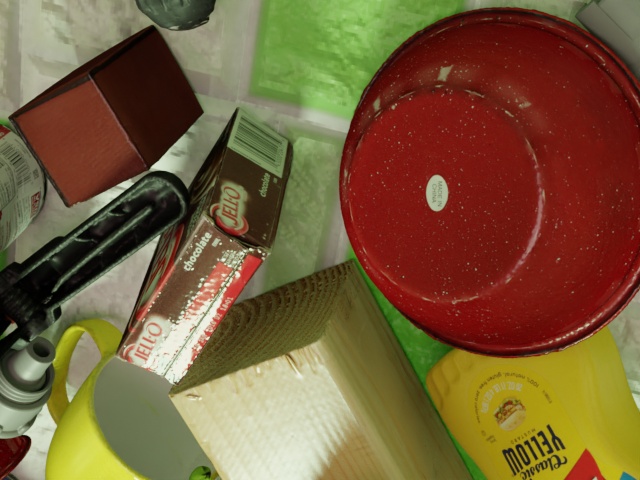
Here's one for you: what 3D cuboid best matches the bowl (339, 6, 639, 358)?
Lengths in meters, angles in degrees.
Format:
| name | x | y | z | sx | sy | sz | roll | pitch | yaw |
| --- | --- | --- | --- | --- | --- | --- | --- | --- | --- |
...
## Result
| name | x | y | z | sx | sy | sz | roll | pitch | yaw |
| --- | --- | --- | --- | --- | --- | --- | --- | --- | --- |
| bowl | 0.065 | -0.022 | 0.468 | 0.162 | 0.055 | 0.162 | 6 | 100 | 33 |

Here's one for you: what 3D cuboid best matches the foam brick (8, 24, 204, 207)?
| name | x | y | z | sx | sy | sz | roll | pitch | yaw |
| --- | --- | --- | --- | --- | --- | --- | --- | --- | --- |
| foam brick | -0.101 | -0.061 | 0.514 | 0.053 | 0.078 | 0.051 | -23 | 109 | 25 |

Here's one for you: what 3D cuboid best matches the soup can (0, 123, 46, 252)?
| name | x | y | z | sx | sy | sz | roll | pitch | yaw |
| --- | --- | --- | --- | --- | --- | --- | --- | --- | --- |
| soup can | -0.192 | -0.015 | 0.545 | 0.068 | 0.102 | 0.068 | 6 | 117 | 11 |

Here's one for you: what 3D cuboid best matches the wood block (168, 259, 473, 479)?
| name | x | y | z | sx | sy | sz | roll | pitch | yaw |
| --- | --- | --- | --- | --- | --- | --- | --- | --- | --- |
| wood block | 0.018 | 0.128 | 0.570 | 0.091 | 0.090 | 0.206 | -22 | 108 | 22 |

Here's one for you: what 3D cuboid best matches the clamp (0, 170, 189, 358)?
| name | x | y | z | sx | sy | sz | roll | pitch | yaw |
| --- | --- | --- | --- | --- | --- | --- | --- | --- | --- |
| clamp | -0.142 | 0.026 | 0.529 | 0.164 | 0.210 | 0.036 | -40 | 101 | -11 |

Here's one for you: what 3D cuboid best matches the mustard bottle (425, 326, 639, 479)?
| name | x | y | z | sx | sy | sz | roll | pitch | yaw |
| --- | --- | --- | --- | --- | --- | --- | --- | --- | --- |
| mustard bottle | 0.130 | 0.125 | 0.507 | 0.096 | 0.058 | 0.192 | -40 | 69 | 36 |

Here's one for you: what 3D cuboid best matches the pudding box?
| name | x | y | z | sx | sy | sz | roll | pitch | yaw |
| --- | --- | --- | --- | --- | --- | --- | --- | --- | --- |
| pudding box | -0.053 | 0.001 | 0.511 | 0.039 | 0.113 | 0.090 | 30 | 119 | -11 |
